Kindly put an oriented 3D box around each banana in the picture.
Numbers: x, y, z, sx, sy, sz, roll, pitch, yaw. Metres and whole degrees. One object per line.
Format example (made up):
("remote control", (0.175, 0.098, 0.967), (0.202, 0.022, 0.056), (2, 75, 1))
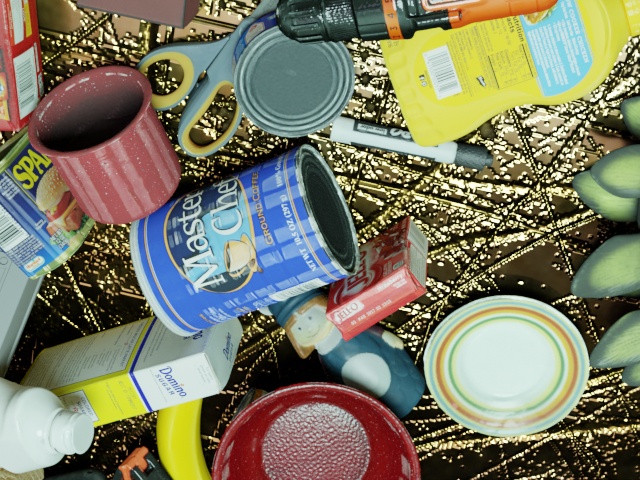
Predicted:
("banana", (-0.106, 0.192, 0.932), (0.069, 0.037, 0.198), (-16, 113, 5))

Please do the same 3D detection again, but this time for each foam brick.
("foam brick", (-0.124, -0.184, 0.739), (0.078, 0.053, 0.051), (13, 117, 1))

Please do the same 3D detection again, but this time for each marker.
("marker", (0.068, -0.071, 0.788), (0.121, 0.020, 0.020), (12, 117, 1))

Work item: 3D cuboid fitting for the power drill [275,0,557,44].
("power drill", (0.051, -0.222, 0.673), (0.184, 0.057, 0.187), (-7, 102, 10))

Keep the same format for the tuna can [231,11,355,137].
("tuna can", (-0.020, -0.119, 0.757), (0.086, 0.034, 0.086), (-4, 122, -6))

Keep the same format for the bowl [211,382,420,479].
("bowl", (-0.004, 0.178, 0.843), (0.162, 0.055, 0.162), (0, 104, 0))

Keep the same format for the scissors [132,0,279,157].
("scissors", (-0.070, -0.153, 0.768), (0.096, 0.016, 0.202), (24, 116, -5))

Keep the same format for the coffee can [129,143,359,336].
("coffee can", (-0.055, 0.001, 0.793), (0.140, 0.102, 0.103), (-21, 112, 16))

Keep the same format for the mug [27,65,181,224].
("mug", (-0.160, -0.070, 0.780), (0.117, 0.093, 0.081), (28, 153, 37))

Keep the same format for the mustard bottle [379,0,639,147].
("mustard bottle", (0.142, -0.136, 0.724), (0.192, 0.058, 0.096), (-17, 100, 15))

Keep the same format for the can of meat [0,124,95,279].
("can of meat", (-0.216, -0.030, 0.801), (0.057, 0.102, 0.084), (-32, 110, 21))

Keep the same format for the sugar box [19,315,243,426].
("sugar box", (-0.155, 0.104, 0.863), (0.176, 0.093, 0.048), (-14, 114, 14))

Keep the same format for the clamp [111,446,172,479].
("clamp", (-0.133, 0.276, 0.946), (0.165, 0.036, 0.210), (12, 124, 23))

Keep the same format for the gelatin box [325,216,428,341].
("gelatin box", (0.043, 0.027, 0.800), (0.073, 0.089, 0.030), (-32, 108, 20))

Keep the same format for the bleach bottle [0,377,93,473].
("bleach bottle", (-0.288, 0.125, 0.804), (0.251, 0.068, 0.102), (4, 135, 21))
